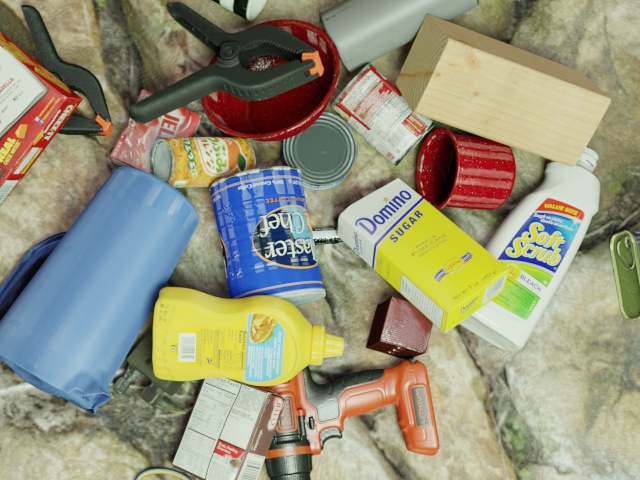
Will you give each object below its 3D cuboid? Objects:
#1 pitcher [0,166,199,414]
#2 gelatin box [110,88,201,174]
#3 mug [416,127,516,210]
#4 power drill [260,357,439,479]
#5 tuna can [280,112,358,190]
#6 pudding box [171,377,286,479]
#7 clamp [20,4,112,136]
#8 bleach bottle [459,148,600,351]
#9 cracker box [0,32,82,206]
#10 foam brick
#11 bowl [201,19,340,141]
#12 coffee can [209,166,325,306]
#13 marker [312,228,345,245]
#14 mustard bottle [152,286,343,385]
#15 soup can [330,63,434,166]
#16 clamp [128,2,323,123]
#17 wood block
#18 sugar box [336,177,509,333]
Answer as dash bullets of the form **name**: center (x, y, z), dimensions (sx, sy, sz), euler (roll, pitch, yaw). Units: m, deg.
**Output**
- **pitcher**: center (-0.239, 0.044, 1.116), dimensions (0.149, 0.145, 0.242), euler (34, 73, -13)
- **gelatin box**: center (-0.183, -0.114, 1.193), dimensions (0.073, 0.030, 0.089), euler (25, 78, -3)
- **mug**: center (0.161, -0.084, 1.208), dimensions (0.081, 0.093, 0.117), euler (4, 35, -24)
- **power drill**: center (0.030, 0.205, 1.148), dimensions (0.187, 0.057, 0.184), euler (-6, 79, -9)
- **tuna can**: center (-0.002, -0.101, 1.214), dimensions (0.086, 0.034, 0.086), euler (1, 79, -8)
- **pudding box**: center (-0.096, 0.201, 1.116), dimensions (0.090, 0.039, 0.113), euler (15, 79, 37)
- **clamp**: center (-0.297, -0.181, 1.185), dimensions (0.171, 0.039, 0.120), euler (28, 89, -2)
- **bleach bottle**: center (0.242, -0.003, 1.216), dimensions (0.102, 0.068, 0.250), euler (32, 75, -2)
- **cracker box**: center (-0.389, -0.153, 1.133), dimensions (0.213, 0.072, 0.164), euler (39, 97, 1)
- **foam brick**: center (0.087, 0.097, 1.167), dimensions (0.053, 0.078, 0.051), euler (17, 76, -5)
- **bowl**: center (-0.049, -0.167, 1.189), dimensions (0.162, 0.055, 0.162), euler (-8, 59, 14)
- **coffee can**: center (-0.058, 0.001, 1.152), dimensions (0.102, 0.103, 0.140), euler (-10, 81, -10)
- **marker**: center (0.035, -0.006, 1.209), dimensions (0.121, 0.020, 0.020), euler (-3, 80, -8)
- **mustard bottle**: center (-0.072, 0.101, 1.086), dimensions (0.191, 0.058, 0.096), euler (5, 113, -1)
- **soup can**: center (0.071, -0.142, 1.214), dimensions (0.102, 0.068, 0.068), euler (42, 77, 1)
- **clamp**: center (-0.099, -0.203, 1.170), dimensions (0.210, 0.036, 0.164), euler (-2, 60, 14)
- **wood block**: center (0.202, -0.165, 1.186), dimensions (0.205, 0.091, 0.090), euler (16, 116, -19)
- **sugar box**: center (0.108, 0.012, 1.152), dimensions (0.093, 0.048, 0.176), euler (-31, 58, -27)
